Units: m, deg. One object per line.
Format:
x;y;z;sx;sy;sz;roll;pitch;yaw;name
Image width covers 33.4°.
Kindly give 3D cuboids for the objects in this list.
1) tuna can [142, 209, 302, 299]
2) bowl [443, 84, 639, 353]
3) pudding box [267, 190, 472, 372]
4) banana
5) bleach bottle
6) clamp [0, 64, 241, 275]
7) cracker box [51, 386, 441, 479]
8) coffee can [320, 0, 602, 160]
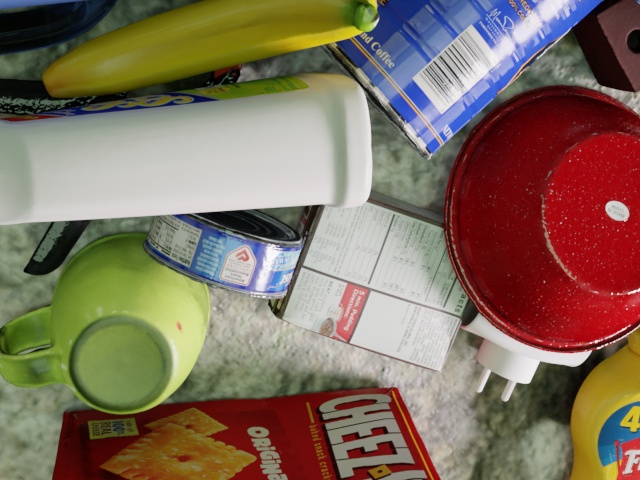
-0.054;0.001;0.601;0.086;0.086;0.034;18;101;-12;tuna can
0.156;-0.014;0.616;0.162;0.055;0.162;1;88;-16;bowl
0.036;0.020;0.643;0.113;0.039;0.090;18;100;-15;pudding box
-0.049;-0.105;0.535;0.198;0.069;0.037;-8;100;30;banana
-0.108;-0.040;0.530;0.250;0.103;0.068;-8;104;-16;bleach bottle
-0.119;-0.055;0.601;0.171;0.039;0.120;-18;111;-3;clamp
-0.044;0.150;0.603;0.213;0.164;0.072;-4;108;-6;cracker box
0.076;-0.127;0.573;0.140;0.103;0.102;-42;107;5;coffee can
